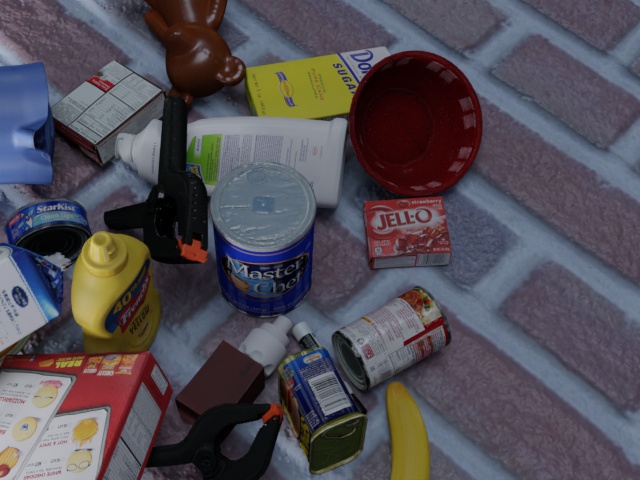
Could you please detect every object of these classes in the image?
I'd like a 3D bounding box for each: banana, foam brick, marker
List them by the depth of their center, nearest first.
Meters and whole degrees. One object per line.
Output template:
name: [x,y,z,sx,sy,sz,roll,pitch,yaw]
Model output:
banana: [0.069,0.226,1.004,0.069,0.037,0.197,22,58,1]
foam brick: [-0.096,0.149,1.042,0.053,0.051,0.078,32,63,16]
marker: [0.010,0.133,1.074,0.020,0.020,0.121,-28,63,-18]

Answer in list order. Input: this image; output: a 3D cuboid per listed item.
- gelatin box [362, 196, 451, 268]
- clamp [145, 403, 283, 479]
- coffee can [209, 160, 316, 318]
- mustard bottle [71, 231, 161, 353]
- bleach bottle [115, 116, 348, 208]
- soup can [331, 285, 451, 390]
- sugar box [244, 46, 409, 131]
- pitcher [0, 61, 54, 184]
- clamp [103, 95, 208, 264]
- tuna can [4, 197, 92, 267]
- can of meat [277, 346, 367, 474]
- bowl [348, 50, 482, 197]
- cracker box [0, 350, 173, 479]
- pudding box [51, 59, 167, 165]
gelatin box: [0.093,-0.009,1.158,0.089,0.030,0.073,-3,58,-4]
clamp: [-0.100,0.215,0.976,0.171,0.039,0.120,-30,85,5]
coffee can: [-0.057,0.001,1.082,0.103,0.140,0.103,1,58,-2]
mustard bottle: [-0.196,0.049,1.018,0.058,0.192,0.096,26,61,13]
bleach bottle: [-0.099,-0.097,1.173,0.251,0.068,0.102,7,96,4]
soup can: [0.071,0.098,1.069,0.102,0.068,0.068,-27,63,-17]
sugar box: [0.006,-0.170,1.247,0.176,0.048,0.093,-13,59,-8]
pitcher: [-0.409,-0.121,1.135,0.242,0.149,0.145,-4,66,-18]
clamp: [-0.161,-0.032,1.078,0.036,0.165,0.210,18,28,-34]
tuna can: [-0.282,-0.006,1.112,0.086,0.086,0.034,-15,61,-11]
can of meat: [-0.001,0.160,1.009,0.057,0.102,0.084,-20,59,-15]
bowl: [0.098,-0.129,1.193,0.162,0.055,0.162,-1,92,-19]
cracker box: [-0.242,0.201,0.946,0.164,0.072,0.213,-4,45,22]
pudding box: [-0.243,-0.148,1.224,0.090,0.039,0.113,34,65,26]
